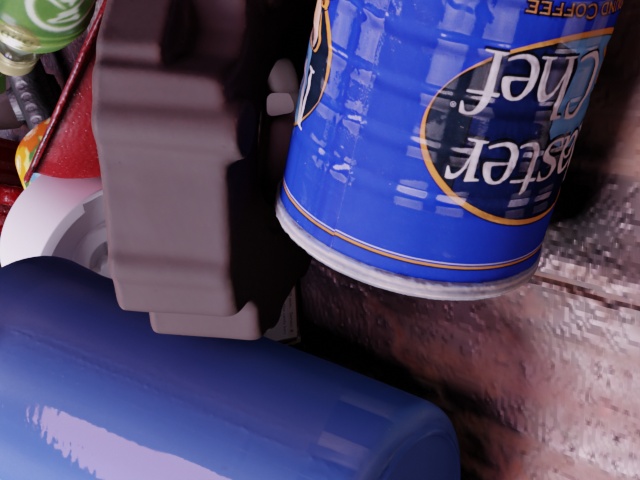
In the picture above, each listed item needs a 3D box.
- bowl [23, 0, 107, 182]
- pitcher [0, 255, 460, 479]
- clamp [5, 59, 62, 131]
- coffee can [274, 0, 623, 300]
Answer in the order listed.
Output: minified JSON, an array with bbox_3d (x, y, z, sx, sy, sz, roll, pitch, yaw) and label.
[{"bbox_3d":[-0.105,-0.095,0.583,0.162,0.055,0.162,-57,17,28],"label":"bowl"},{"bbox_3d":[-0.057,0.098,0.511,0.243,0.149,0.145,14,126,32],"label":"pitcher"},{"bbox_3d":[-0.202,-0.106,0.751,0.120,0.039,0.171,-132,24,-74],"label":"clamp"},{"bbox_3d":[0.046,-0.065,0.373,0.103,0.102,0.140,41,129,42],"label":"coffee can"}]
